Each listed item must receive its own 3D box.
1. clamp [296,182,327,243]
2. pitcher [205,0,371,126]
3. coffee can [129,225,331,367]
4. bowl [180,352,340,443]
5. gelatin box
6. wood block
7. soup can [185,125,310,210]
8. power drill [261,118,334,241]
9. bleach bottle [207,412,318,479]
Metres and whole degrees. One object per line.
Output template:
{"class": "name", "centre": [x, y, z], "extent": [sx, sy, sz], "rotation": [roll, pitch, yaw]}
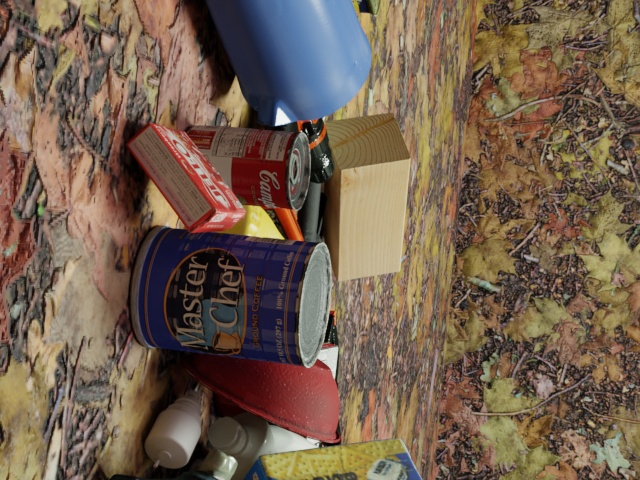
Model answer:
{"class": "clamp", "centre": [-0.018, -0.005, 1.284], "extent": [0.120, 0.039, 0.171], "rotation": [71, 25, -64]}
{"class": "pitcher", "centre": [-0.038, -0.230, 0.937], "extent": [0.242, 0.145, 0.149], "rotation": [64, 2, -60]}
{"class": "coffee can", "centre": [-0.071, 0.045, 0.874], "extent": [0.102, 0.140, 0.103], "rotation": [6, 90, -76]}
{"class": "bowl", "centre": [-0.043, 0.120, 0.960], "extent": [0.055, 0.162, 0.162], "rotation": [-63, 165, 0]}
{"class": "gelatin box", "centre": [-0.103, -0.048, 0.833], "extent": [0.089, 0.030, 0.073], "rotation": [52, 11, 9]}
{"class": "wood block", "centre": [0.055, -0.052, 1.365], "extent": [0.206, 0.090, 0.090], "rotation": [90, -11, -48]}
{"class": "soup can", "centre": [-0.066, -0.064, 0.931], "extent": [0.068, 0.102, 0.068], "rotation": [6, 90, -76]}
{"class": "power drill", "centre": [-0.035, -0.073, 1.112], "extent": [0.184, 0.057, 0.187], "rotation": [63, 29, -48]}
{"class": "bleach bottle", "centre": [-0.039, 0.223, 1.035], "extent": [0.102, 0.068, 0.250], "rotation": [-60, 147, -18]}
